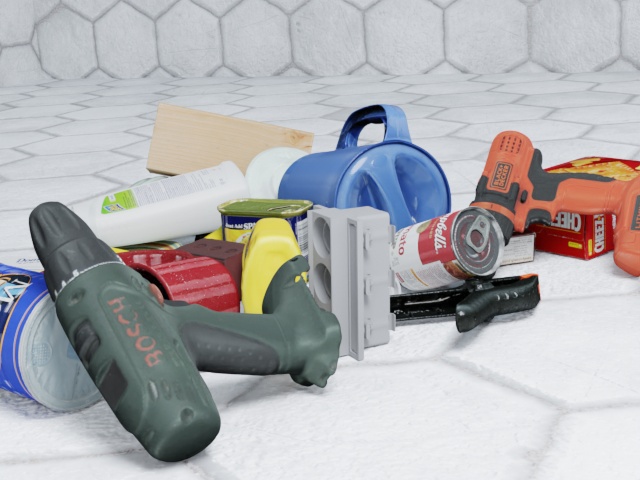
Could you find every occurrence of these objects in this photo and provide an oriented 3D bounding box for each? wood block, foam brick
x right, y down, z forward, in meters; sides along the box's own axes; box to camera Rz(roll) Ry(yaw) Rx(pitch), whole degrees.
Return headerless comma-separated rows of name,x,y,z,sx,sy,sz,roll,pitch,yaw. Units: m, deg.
wood block,-0.120,-0.116,1.422,0.206,0.091,0.090,11,-1,-5
foam brick,-0.108,0.032,1.117,0.078,0.051,0.052,8,19,36

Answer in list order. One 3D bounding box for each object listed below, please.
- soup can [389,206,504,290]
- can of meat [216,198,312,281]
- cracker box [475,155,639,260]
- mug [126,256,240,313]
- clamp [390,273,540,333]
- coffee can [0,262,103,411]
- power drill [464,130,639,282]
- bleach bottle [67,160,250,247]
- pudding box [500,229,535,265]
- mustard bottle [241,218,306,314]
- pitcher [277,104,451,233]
soup can,0.122,0.010,1.056,0.068,0.068,0.102,-15,-2,-37
can of meat,-0.057,0.001,1.157,0.102,0.084,0.057,3,16,24
cracker box,0.315,-0.046,1.274,0.213,0.072,0.164,-16,19,-38
mug,-0.118,0.067,0.938,0.081,0.093,0.117,-12,47,-47
clamp,0.135,0.056,0.991,0.120,0.039,0.171,9,11,43
coffee can,-0.241,0.075,0.879,0.141,0.103,0.102,9,19,40
power drill,0.247,-0.020,1.106,0.188,0.184,0.057,14,-24,13
bleach bottle,-0.213,-0.033,1.271,0.250,0.068,0.103,-12,24,-14
pudding box,0.168,0.003,1.187,0.113,0.039,0.090,-9,16,-20
mustard bottle,-0.046,0.028,1.018,0.058,0.096,0.191,-1,9,-3
pitcher,0.038,-0.057,1.210,0.149,0.145,0.243,-44,18,-12
